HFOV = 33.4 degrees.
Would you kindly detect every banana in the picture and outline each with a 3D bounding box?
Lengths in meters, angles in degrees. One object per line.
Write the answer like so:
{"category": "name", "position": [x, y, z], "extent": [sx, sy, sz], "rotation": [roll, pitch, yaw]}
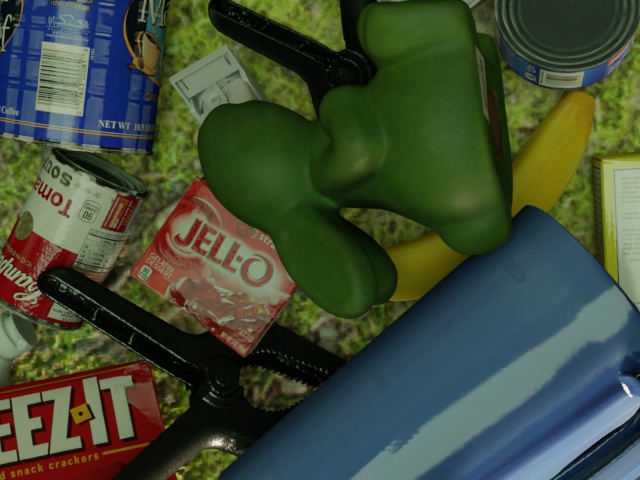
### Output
{"category": "banana", "position": [0.096, -0.015, 0.667], "extent": [0.198, 0.037, 0.069], "rotation": [-32, 119, 3]}

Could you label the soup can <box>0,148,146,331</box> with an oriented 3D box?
{"category": "soup can", "position": [-0.163, -0.002, 0.688], "extent": [0.068, 0.068, 0.102], "rotation": [29, 99, 2]}

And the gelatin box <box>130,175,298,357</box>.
{"category": "gelatin box", "position": [-0.058, 0.015, 0.644], "extent": [0.089, 0.030, 0.073], "rotation": [36, 98, 2]}

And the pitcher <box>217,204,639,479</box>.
{"category": "pitcher", "position": [0.069, 0.106, 0.583], "extent": [0.243, 0.149, 0.145], "rotation": [-38, 76, 0]}

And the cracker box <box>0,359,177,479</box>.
{"category": "cracker box", "position": [-0.158, 0.187, 0.626], "extent": [0.164, 0.072, 0.214], "rotation": [-10, 55, -13]}

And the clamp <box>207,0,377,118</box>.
{"category": "clamp", "position": [0.023, -0.116, 0.653], "extent": [0.171, 0.039, 0.120], "rotation": [44, 131, -10]}

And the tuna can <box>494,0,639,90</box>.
{"category": "tuna can", "position": [0.148, -0.135, 0.644], "extent": [0.086, 0.033, 0.086], "rotation": [-2, 74, 8]}

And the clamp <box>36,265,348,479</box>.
{"category": "clamp", "position": [-0.069, 0.100, 0.649], "extent": [0.209, 0.036, 0.164], "rotation": [9, 57, -25]}

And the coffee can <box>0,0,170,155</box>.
{"category": "coffee can", "position": [-0.145, -0.128, 0.655], "extent": [0.103, 0.102, 0.140], "rotation": [8, 97, 5]}
